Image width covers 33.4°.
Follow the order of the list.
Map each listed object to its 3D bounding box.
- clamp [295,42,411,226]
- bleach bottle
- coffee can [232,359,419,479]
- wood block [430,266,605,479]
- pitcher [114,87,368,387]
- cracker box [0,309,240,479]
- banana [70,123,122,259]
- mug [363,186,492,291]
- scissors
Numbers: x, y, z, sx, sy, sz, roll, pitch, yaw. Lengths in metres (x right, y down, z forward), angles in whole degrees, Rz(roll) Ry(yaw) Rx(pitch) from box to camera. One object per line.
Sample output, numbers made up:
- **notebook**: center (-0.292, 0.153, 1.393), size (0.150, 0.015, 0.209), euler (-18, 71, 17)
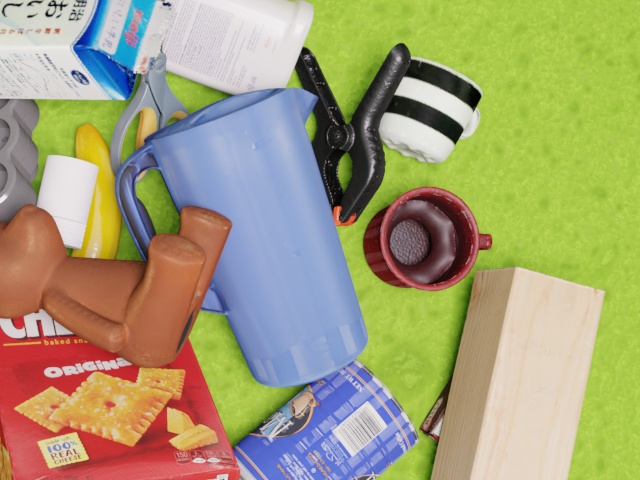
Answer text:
- **clamp**: center (0.032, -0.100, 0.966), size (0.039, 0.120, 0.171), euler (-6, 90, -49)
- **bleach bottle**: center (-0.139, -0.205, 0.938), size (0.250, 0.068, 0.103), euler (20, 112, -10)
- **coffee can**: center (0.000, 0.182, 0.928), size (0.140, 0.103, 0.103), euler (-39, 95, -14)
- **wood block**: center (0.172, 0.135, 0.939), size (0.090, 0.091, 0.206), euler (15, 83, -13)
- **pitcher**: center (-0.056, 0.001, 0.906), size (0.144, 0.149, 0.243), euler (-40, 114, -57)
- **cracker box**: center (-0.172, 0.128, 0.827), size (0.164, 0.214, 0.072), euler (-1, 127, -25)
- **banana**: center (-0.209, -0.002, 0.927), size (0.069, 0.037, 0.198), euler (20, 81, -12)
- **mug**: center (0.099, 0.001, 0.979), size (0.117, 0.082, 0.093), euler (-2, 86, -14)
- **scissors**: center (-0.131, -0.144, 0.919), size (0.096, 0.016, 0.202), euler (2, 109, -53)
